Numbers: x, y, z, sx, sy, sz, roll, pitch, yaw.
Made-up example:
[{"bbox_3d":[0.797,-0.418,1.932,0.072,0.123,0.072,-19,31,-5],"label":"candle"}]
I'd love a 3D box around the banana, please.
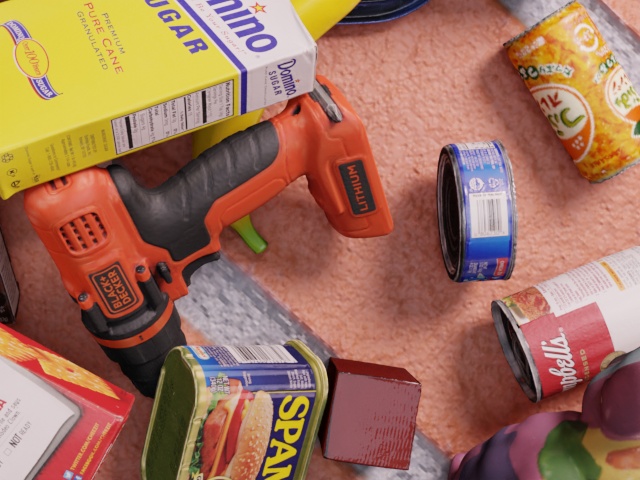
[{"bbox_3d":[-0.032,-0.088,0.636,0.069,0.037,0.198,17,116,-14],"label":"banana"}]

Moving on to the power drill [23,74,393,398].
[{"bbox_3d":[-0.054,0.001,0.615,0.187,0.057,0.184,-27,137,-8],"label":"power drill"}]

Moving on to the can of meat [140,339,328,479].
[{"bbox_3d":[-0.052,0.110,0.627,0.083,0.058,0.102,3,111,-32],"label":"can of meat"}]

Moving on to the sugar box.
[{"bbox_3d":[-0.099,-0.095,0.553,0.176,0.048,0.093,-23,65,-13],"label":"sugar box"}]

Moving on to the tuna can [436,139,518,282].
[{"bbox_3d":[0.093,-0.017,0.644,0.033,0.086,0.086,-4,92,-2],"label":"tuna can"}]

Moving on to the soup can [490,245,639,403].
[{"bbox_3d":[0.166,0.051,0.659,0.102,0.068,0.068,-21,93,-3],"label":"soup can"}]

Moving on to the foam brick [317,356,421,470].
[{"bbox_3d":[0.028,0.103,0.647,0.051,0.078,0.053,10,90,-3],"label":"foam brick"}]
